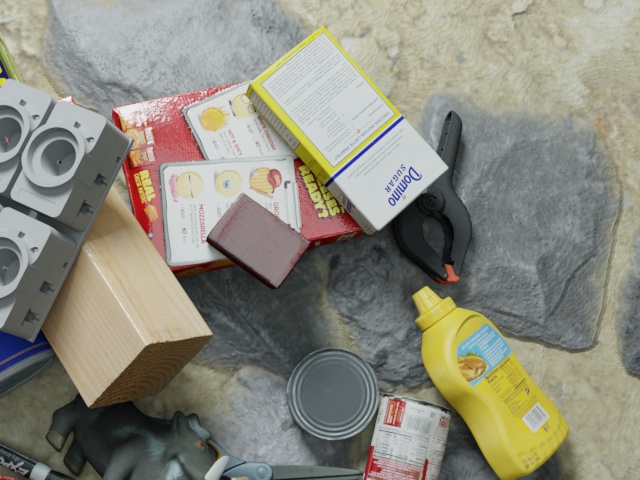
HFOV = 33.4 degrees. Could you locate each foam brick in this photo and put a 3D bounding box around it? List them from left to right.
[{"bbox_3d":[-0.056,0.001,0.947,0.078,0.053,0.051,36,82,-5],"label":"foam brick"}]

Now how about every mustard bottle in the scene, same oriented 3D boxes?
[{"bbox_3d":[0.149,0.125,1.003,0.096,0.058,0.191,-30,83,-45],"label":"mustard bottle"}]

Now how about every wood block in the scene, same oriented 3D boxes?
[{"bbox_3d":[-0.198,0.033,0.934,0.091,0.090,0.206,-47,67,25],"label":"wood block"}]

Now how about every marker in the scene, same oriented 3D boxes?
[{"bbox_3d":[-0.274,0.200,0.965,0.121,0.020,0.020,24,78,9],"label":"marker"}]

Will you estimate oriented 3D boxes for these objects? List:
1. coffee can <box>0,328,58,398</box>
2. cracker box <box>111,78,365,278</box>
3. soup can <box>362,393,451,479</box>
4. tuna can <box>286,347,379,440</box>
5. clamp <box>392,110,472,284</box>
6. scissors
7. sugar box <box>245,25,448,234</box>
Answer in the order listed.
[{"bbox_3d":[-0.313,0.070,0.952,0.102,0.103,0.140,-32,85,-10],"label":"coffee can"},{"bbox_3d":[-0.076,-0.062,1.015,0.213,0.072,0.164,-13,84,-9],"label":"cracker box"},{"bbox_3d":[0.078,0.199,0.988,0.068,0.068,0.102,15,79,-3],"label":"soup can"},{"bbox_3d":[0.011,0.145,1.007,0.086,0.034,0.086,1,80,-6],"label":"tuna can"},{"bbox_3d":[0.092,-0.040,1.045,0.120,0.039,0.171,-7,81,-7],"label":"clamp"},{"bbox_3d":[-0.067,0.234,0.993,0.201,0.016,0.096,17,81,-3],"label":"scissors"},{"bbox_3d":[0.023,-0.099,0.976,0.093,0.048,0.176,-41,93,-13],"label":"sugar box"}]
